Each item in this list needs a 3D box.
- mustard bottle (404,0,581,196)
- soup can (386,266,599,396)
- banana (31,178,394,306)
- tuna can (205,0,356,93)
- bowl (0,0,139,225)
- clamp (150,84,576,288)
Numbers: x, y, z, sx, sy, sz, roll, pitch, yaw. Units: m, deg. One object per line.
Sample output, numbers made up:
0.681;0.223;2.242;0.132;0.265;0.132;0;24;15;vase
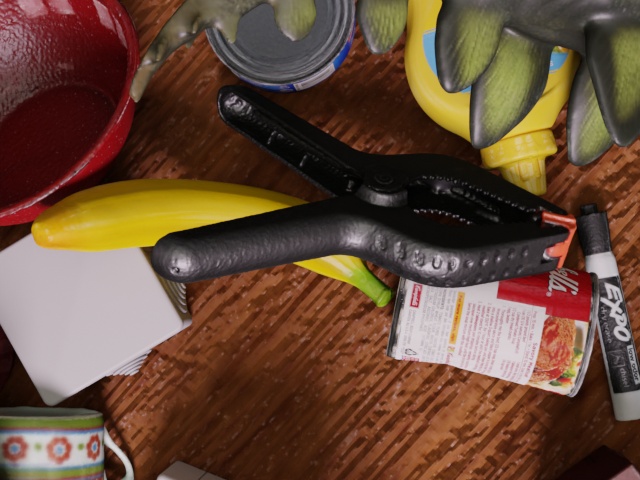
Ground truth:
0.091;-0.116;0.586;0.096;0.058;0.191;-14;87;-3;mustard bottle
0.091;0.041;0.575;0.102;0.068;0.068;11;89;5;soup can
-0.055;-0.007;0.574;0.197;0.070;0.037;9;114;-21;banana
-0.022;-0.128;0.608;0.086;0.033;0.086;0;88;5;tuna can
-0.162;-0.067;0.588;0.162;0.055;0.162;-9;59;15;bowl
0.023;-0.013;0.546;0.210;0.164;0.036;15;129;6;clamp
